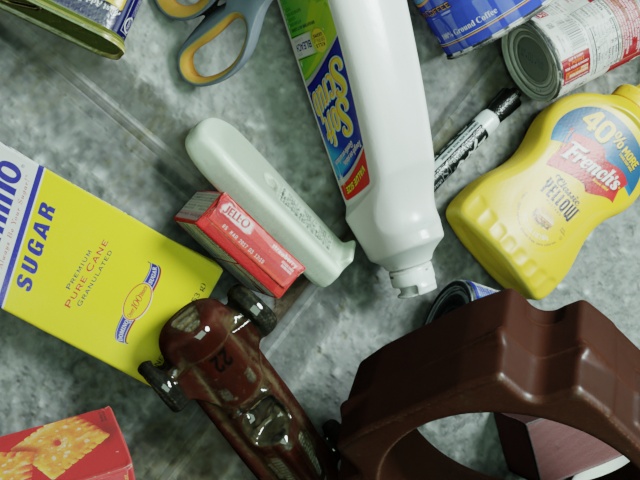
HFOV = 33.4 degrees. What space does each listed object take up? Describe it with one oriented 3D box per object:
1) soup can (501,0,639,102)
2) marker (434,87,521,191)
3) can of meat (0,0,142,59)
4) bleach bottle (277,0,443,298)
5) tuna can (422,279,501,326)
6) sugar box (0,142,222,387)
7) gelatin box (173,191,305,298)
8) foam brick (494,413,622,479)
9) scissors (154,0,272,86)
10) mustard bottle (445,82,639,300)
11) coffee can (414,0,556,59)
[{"bbox_3d":[0.193,-0.152,0.784,0.102,0.069,0.068,-28,100,-16],"label":"soup can"},{"bbox_3d":[0.105,-0.070,0.786,0.121,0.020,0.020,-45,104,-12],"label":"marker"},{"bbox_3d":[-0.157,-0.177,0.680,0.102,0.057,0.084,24,83,-17],"label":"can of meat"},{"bbox_3d":[0.036,-0.084,0.719,0.068,0.103,0.251,-19,97,-25],"label":"bleach bottle"},{"bbox_3d":[0.101,0.071,0.755,0.033,0.086,0.086,19,86,-16],"label":"tuna can"},{"bbox_3d":[-0.162,0.014,0.690,0.176,0.048,0.093,30,86,-18],"label":"sugar box"},{"bbox_3d":[-0.055,0.001,0.701,0.073,0.089,0.030,44,80,-14],"label":"gelatin box"},{"bbox_3d":[0.180,0.143,0.799,0.078,0.053,0.051,-17,97,-17],"label":"foam brick"},{"bbox_3d":[-0.039,-0.180,0.673,0.096,0.202,0.016,51,34,7],"label":"scissors"},{"bbox_3d":[0.189,-0.052,0.793,0.191,0.058,0.096,-45,99,-12],"label":"mustard bottle"},{"bbox_3d":[0.095,-0.211,0.734,0.102,0.103,0.140,-36,102,-13],"label":"coffee can"}]
